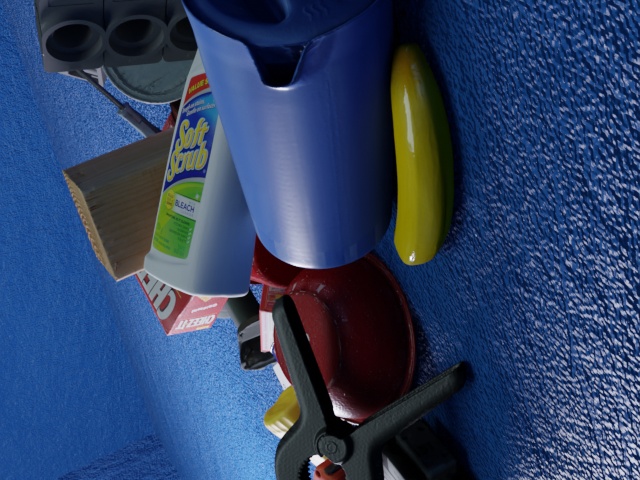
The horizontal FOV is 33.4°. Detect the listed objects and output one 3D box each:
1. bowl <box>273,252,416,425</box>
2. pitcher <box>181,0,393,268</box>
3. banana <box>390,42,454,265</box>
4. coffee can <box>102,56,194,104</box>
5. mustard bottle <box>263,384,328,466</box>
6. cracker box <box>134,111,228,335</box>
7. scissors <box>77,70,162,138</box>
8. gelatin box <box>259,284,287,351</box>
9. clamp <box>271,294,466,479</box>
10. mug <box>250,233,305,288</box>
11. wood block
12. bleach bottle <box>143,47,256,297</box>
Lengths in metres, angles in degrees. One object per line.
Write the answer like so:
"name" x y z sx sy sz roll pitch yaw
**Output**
"bowl" 0.008 0.086 0.925 0.162 0.055 0.162 9 102 49
"pitcher" -0.008 -0.101 0.745 0.145 0.149 0.243 38 154 31
"banana" 0.064 -0.041 0.727 0.070 0.037 0.198 55 160 34
"coffee can" -0.154 -0.188 1.028 0.140 0.103 0.103 -110 0 -78
"mustard bottle" 0.032 0.224 1.073 0.191 0.058 0.096 42 162 -5
"cracker box" -0.149 -0.020 1.219 0.164 0.071 0.214 58 135 26
"scissors" -0.178 -0.113 1.049 0.201 0.016 0.096 40 -175 -41
"gelatin box" -0.048 0.072 1.181 0.089 0.030 0.073 91 -174 -53
"clamp" 0.007 0.154 0.872 0.165 0.036 0.210 27 109 14
"mug" -0.057 0.001 1.034 0.082 0.117 0.093 13 97 64
"wood block" -0.113 -0.053 0.962 0.090 0.205 0.091 33 143 62
"bleach bottle" -0.083 -0.086 0.862 0.103 0.067 0.251 21 105 54
